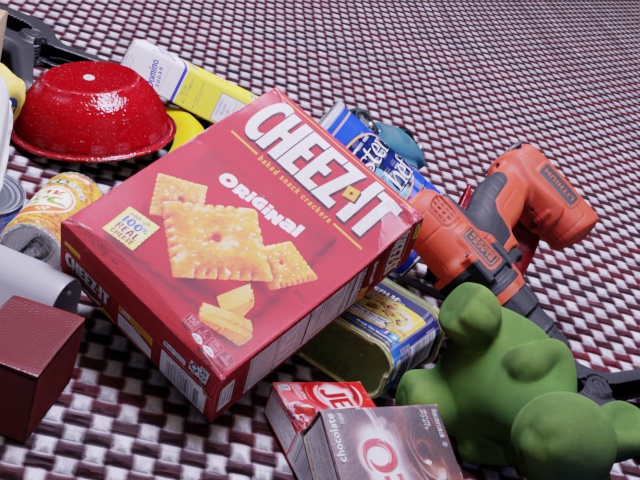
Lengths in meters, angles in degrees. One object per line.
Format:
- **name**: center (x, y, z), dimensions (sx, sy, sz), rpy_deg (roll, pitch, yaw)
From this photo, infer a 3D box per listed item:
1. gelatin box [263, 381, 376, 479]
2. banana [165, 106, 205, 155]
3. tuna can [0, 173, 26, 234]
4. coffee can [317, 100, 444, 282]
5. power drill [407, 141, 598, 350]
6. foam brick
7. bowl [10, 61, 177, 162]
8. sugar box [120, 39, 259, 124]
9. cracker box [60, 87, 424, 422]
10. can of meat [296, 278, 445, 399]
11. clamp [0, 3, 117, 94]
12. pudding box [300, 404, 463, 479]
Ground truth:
- **gelatin box**: center (0.010, 0.134, 0.735), dimensions (0.073, 0.030, 0.089), rpy_deg (4, 31, -28)
- **banana**: center (-0.144, -0.088, 1.056), dimensions (0.069, 0.037, 0.198), rpy_deg (-7, 30, -7)
- **tuna can**: center (-0.281, -0.028, 0.851), dimensions (0.086, 0.034, 0.086), rpy_deg (15, 27, -8)
- **coffee can**: center (0.035, -0.040, 0.949), dimensions (0.140, 0.103, 0.102), rpy_deg (41, 26, -6)
- **power drill**: center (0.167, 0.007, 0.898), dimensions (0.184, 0.057, 0.187), rpy_deg (49, 41, 2)
- **foam brick**: center (-0.193, 0.080, 0.683), dimensions (0.053, 0.051, 0.078), rpy_deg (19, 26, 3)
- **bowl**: center (-0.220, -0.132, 1.029), dimensions (0.162, 0.055, 0.162), rpy_deg (3, 28, -2)
- **sugar box**: center (-0.123, -0.157, 1.135), dimensions (0.176, 0.048, 0.093), rpy_deg (29, 9, -7)
- **cracker box**: center (-0.055, 0.001, 0.779), dimensions (0.164, 0.072, 0.213), rpy_deg (43, 58, 16)
- **can of meat**: center (0.034, 0.071, 0.841), dimensions (0.102, 0.057, 0.083), rpy_deg (30, 31, 23)
- **clamp**: center (-0.308, -0.210, 1.176), dimensions (0.164, 0.036, 0.210), rpy_deg (-8, 40, -47)
- **pudding box**: center (0.045, 0.160, 0.662), dimensions (0.089, 0.039, 0.113), rpy_deg (3, 51, -30)
